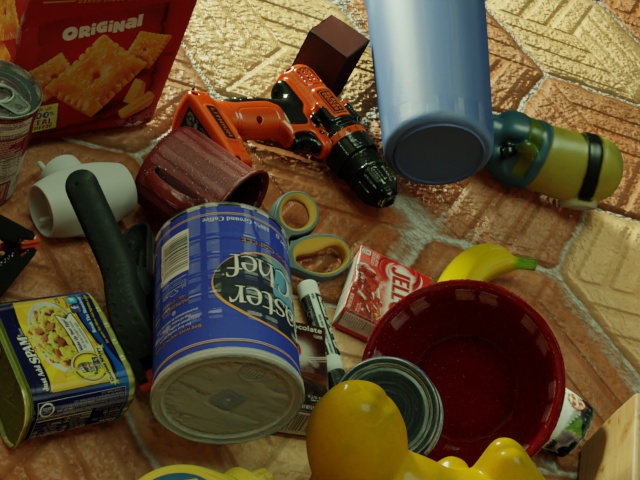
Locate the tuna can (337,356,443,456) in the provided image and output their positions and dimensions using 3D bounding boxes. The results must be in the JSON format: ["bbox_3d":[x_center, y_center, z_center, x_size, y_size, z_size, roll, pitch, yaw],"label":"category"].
[{"bbox_3d":[0.051,0.133,0.820,0.086,0.033,0.086,-3,74,10],"label":"tuna can"}]

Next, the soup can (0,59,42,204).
[{"bbox_3d":[-0.263,-0.082,0.838,0.068,0.102,0.068,16,42,-16],"label":"soup can"}]

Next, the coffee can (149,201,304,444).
[{"bbox_3d":[-0.068,0.057,0.754,0.102,0.103,0.140,12,43,-20],"label":"coffee can"}]

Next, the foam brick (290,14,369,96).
[{"bbox_3d":[0.005,-0.188,1.125,0.051,0.078,0.052,38,41,7],"label":"foam brick"}]

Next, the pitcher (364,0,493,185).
[{"bbox_3d":[0.117,-0.173,1.114,0.149,0.145,0.243,23,48,-28],"label":"pitcher"}]

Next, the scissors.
[{"bbox_3d":[-0.056,0.001,0.918,0.201,0.016,0.096,-1,64,-41],"label":"scissors"}]

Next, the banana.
[{"bbox_3d":[0.138,0.050,0.982,0.070,0.037,0.197,17,37,23],"label":"banana"}]

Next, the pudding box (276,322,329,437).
[{"bbox_3d":[-0.051,0.100,0.826,0.113,0.039,0.090,14,43,-17],"label":"pudding box"}]

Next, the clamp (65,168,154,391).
[{"bbox_3d":[-0.142,0.035,0.821,0.171,0.039,0.120,70,13,17],"label":"clamp"}]

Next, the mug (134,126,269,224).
[{"bbox_3d":[-0.108,-0.042,0.894,0.081,0.093,0.117,36,16,14],"label":"mug"}]

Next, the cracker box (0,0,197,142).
[{"bbox_3d":[-0.193,-0.184,0.896,0.163,0.214,0.072,-15,57,-40],"label":"cracker box"}]

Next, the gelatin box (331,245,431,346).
[{"bbox_3d":[0.056,0.053,0.945,0.073,0.030,0.089,26,41,-6],"label":"gelatin box"}]

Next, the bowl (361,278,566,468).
[{"bbox_3d":[0.114,0.115,0.862,0.162,0.055,0.162,-3,75,10],"label":"bowl"}]

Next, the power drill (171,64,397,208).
[{"bbox_3d":[-0.034,-0.091,1.022,0.187,0.057,0.184,-12,54,-41],"label":"power drill"}]

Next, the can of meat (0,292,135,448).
[{"bbox_3d":[-0.189,0.086,0.747,0.083,0.058,0.102,-8,53,-38],"label":"can of meat"}]

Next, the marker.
[{"bbox_3d":[0.004,0.085,0.891,0.020,0.020,0.121,4,47,-28],"label":"marker"}]
